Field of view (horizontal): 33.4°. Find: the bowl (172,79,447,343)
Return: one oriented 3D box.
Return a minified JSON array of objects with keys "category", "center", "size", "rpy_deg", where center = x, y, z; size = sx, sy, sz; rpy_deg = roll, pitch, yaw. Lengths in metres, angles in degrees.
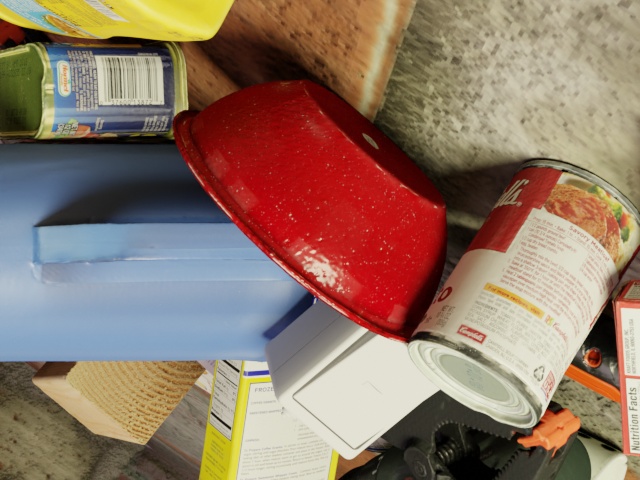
[{"category":"bowl","center":[0.009,-0.027,0.512],"size":[0.162,0.055,0.162],"rpy_deg":[39,-166,-12]}]

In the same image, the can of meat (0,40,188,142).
[{"category":"can of meat","center":[-0.137,-0.085,0.613],"size":[0.083,0.057,0.102],"rpy_deg":[-6,-173,-35]}]

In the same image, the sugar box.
[{"category":"sugar box","center":[-0.027,0.103,0.730],"size":[0.093,0.176,0.048],"rpy_deg":[0,-166,-36]}]

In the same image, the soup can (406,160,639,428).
[{"category":"soup can","center":[0.093,0.024,0.480],"size":[0.068,0.102,0.068],"rpy_deg":[31,161,12]}]

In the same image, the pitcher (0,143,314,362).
[{"category":"pitcher","center":[-0.125,0.005,0.581],"size":[0.145,0.242,0.149],"rpy_deg":[59,135,38]}]

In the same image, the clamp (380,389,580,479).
[{"category":"clamp","center":[0.071,0.133,0.613],"size":[0.210,0.036,0.164],"rpy_deg":[-20,95,55]}]

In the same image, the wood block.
[{"category":"wood block","center":[-0.189,0.120,0.976],"size":[0.090,0.090,0.206],"rpy_deg":[43,160,-12]}]

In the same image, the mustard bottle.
[{"category":"mustard bottle","center":[-0.130,-0.139,0.534],"size":[0.192,0.058,0.096],"rpy_deg":[12,163,49]}]
